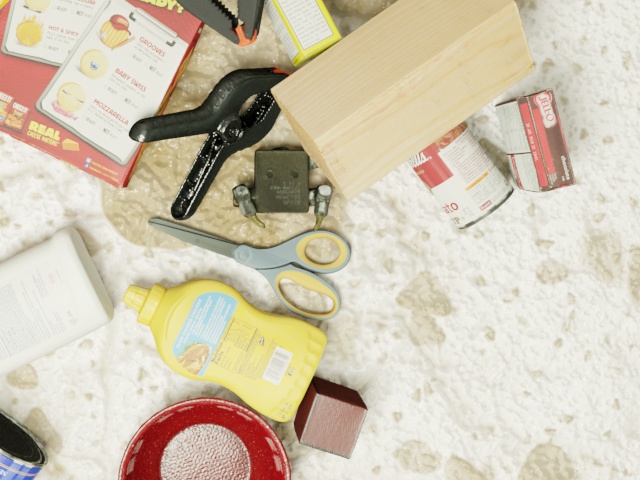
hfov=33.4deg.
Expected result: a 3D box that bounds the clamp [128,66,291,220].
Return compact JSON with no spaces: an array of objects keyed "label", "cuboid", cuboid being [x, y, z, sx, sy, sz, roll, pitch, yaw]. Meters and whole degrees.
[{"label":"clamp","cuboid":[-0.093,-0.096,0.993,0.171,0.120,0.039,-33,53,-22]}]

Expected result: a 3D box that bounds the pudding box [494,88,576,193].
[{"label":"pudding box","cuboid":[0.200,-0.092,1.000,0.039,0.113,0.090,-14,95,-2]}]

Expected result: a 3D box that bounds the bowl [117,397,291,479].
[{"label":"bowl","cuboid":[-0.110,0.224,1.018,0.162,0.055,0.162,0,93,-6]}]

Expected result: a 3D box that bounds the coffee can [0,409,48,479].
[{"label":"coffee can","cuboid":[-0.332,0.228,0.972,0.103,0.103,0.140,38,89,-7]}]

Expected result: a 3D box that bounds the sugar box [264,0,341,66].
[{"label":"sugar box","cuboid":[-0.043,-0.249,0.977,0.048,0.093,0.176,-27,96,-4]}]

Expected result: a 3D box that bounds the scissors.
[{"label":"scissors","cuboid":[-0.057,0.001,1.030,0.201,0.016,0.096,35,88,-6]}]

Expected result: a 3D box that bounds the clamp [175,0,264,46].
[{"label":"clamp","cuboid":[-0.112,-0.265,0.920,0.165,0.036,0.210,-13,103,16]}]

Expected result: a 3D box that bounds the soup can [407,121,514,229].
[{"label":"soup can","cuboid":[0.129,-0.070,1.018,0.068,0.068,0.102,-38,97,-2]}]

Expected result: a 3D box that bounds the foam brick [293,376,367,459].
[{"label":"foam brick","cuboid":[0.008,0.167,1.015,0.051,0.078,0.053,18,94,-7]}]

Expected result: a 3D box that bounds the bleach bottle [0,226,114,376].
[{"label":"bleach bottle","cuboid":[-0.325,0.083,0.986,0.251,0.068,0.102,-24,95,-2]}]

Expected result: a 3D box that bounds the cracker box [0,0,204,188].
[{"label":"cracker box","cuboid":[-0.207,-0.177,0.977,0.164,0.072,0.214,26,90,-7]}]

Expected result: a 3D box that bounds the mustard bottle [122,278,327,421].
[{"label":"mustard bottle","cuboid":[-0.097,0.090,1.009,0.191,0.058,0.096,26,87,-7]}]

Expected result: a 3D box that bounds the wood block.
[{"label":"wood block","cuboid":[0.074,-0.141,0.946,0.206,0.091,0.090,-35,138,-3]}]
